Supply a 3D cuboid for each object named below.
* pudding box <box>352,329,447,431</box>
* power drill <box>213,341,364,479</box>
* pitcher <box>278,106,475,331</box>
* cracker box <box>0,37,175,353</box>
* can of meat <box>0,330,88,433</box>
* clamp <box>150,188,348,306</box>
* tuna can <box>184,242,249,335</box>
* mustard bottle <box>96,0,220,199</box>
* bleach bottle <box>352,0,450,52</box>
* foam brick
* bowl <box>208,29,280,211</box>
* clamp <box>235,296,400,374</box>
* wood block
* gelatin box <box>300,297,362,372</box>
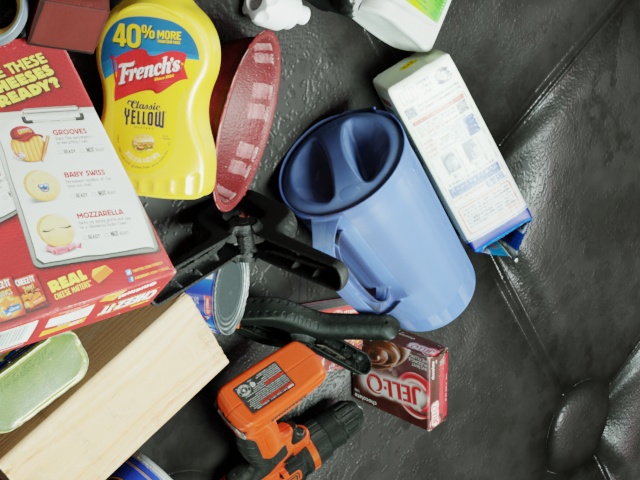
[{"bbox_3d":[0.086,0.145,1.164,0.039,0.114,0.090,-20,118,-40],"label":"pudding box"},{"bbox_3d":[-0.031,0.184,1.072,0.184,0.057,0.188,-33,145,-23],"label":"power drill"},{"bbox_3d":[0.066,-0.002,1.082,0.149,0.145,0.242,-39,133,-2],"label":"pitcher"},{"bbox_3d":[-0.226,-0.033,0.768,0.163,0.072,0.214,-19,74,-37],"label":"cracker box"},{"bbox_3d":[-0.250,0.100,0.864,0.102,0.084,0.057,-39,127,-26],"label":"can of meat"},{"bbox_3d":[-0.056,0.001,0.932,0.164,0.210,0.036,-1,113,3],"label":"clamp"},{"bbox_3d":[-0.096,0.043,0.992,0.086,0.034,0.086,7,90,-74],"label":"tuna can"},{"bbox_3d":[-0.127,-0.131,0.831,0.058,0.096,0.192,-34,129,-74],"label":"mustard bottle"},{"bbox_3d":[0.113,-0.320,1.058,0.102,0.068,0.251,26,84,-45],"label":"bleach bottle"},{"bbox_3d":[-0.192,-0.188,0.800,0.051,0.053,0.078,3,59,-26],"label":"foam brick"},{"bbox_3d":[-0.086,-0.109,0.928,0.162,0.055,0.162,16,90,-80],"label":"bowl"},{"bbox_3d":[-0.012,0.093,1.060,0.120,0.171,0.039,98,4,-55],"label":"clamp"},{"bbox_3d":[-0.194,0.131,0.922,0.205,0.091,0.090,-43,128,-22],"label":"wood block"},{"bbox_3d":[0.007,0.102,1.135,0.089,0.030,0.073,-6,109,-41],"label":"gelatin box"}]
